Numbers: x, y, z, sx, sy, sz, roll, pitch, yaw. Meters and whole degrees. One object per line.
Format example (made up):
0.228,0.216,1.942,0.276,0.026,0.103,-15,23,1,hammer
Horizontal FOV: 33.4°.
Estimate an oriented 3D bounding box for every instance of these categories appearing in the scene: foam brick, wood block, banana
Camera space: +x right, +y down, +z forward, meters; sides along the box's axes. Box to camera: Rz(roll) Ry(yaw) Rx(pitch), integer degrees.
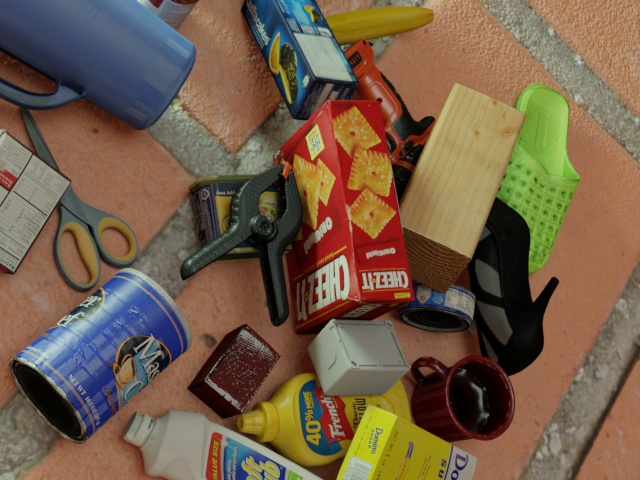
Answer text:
-0.088,0.134,1.093,0.051,0.053,0.078,41,61,-11,foam brick
0.144,-0.059,1.178,0.090,0.091,0.206,25,60,1,wood block
0.052,-0.256,1.287,0.197,0.070,0.037,-22,120,-41,banana

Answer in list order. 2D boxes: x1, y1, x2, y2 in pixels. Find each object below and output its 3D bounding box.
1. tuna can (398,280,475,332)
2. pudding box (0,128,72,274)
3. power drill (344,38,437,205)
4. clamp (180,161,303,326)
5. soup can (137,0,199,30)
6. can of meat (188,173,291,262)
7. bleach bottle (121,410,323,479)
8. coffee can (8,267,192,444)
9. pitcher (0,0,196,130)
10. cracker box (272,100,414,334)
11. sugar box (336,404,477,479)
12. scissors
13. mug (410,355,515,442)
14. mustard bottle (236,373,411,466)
0.131,0.076,1.209,0.086,0.086,0.033,19,67,-22,tuna can
-0.304,-0.037,1.016,0.090,0.039,0.113,42,70,-37,pudding box
0.063,-0.129,1.256,0.187,0.057,0.184,49,55,-9,power drill
-0.057,0.001,1.097,0.120,0.039,0.171,39,64,-18,clamp
-0.162,-0.275,1.155,0.068,0.102,0.068,9,70,-26,soup can
-0.084,-0.023,1.143,0.101,0.058,0.084,-4,78,-28,can of meat
-0.083,0.247,1.053,0.250,0.068,0.102,31,56,-14,bleach bottle
-0.206,0.108,1.009,0.140,0.103,0.103,-42,96,-31,coffee can
-0.256,-0.209,1.076,0.242,0.149,0.145,33,27,-18,pitcher
0.017,-0.020,1.132,0.072,0.164,0.214,-1,75,-25,cracker box
0.093,0.241,1.104,0.176,0.048,0.093,32,78,-45,sugar box
-0.244,-0.047,1.090,0.096,0.016,0.202,-6,77,-31,scissors
0.147,0.173,1.188,0.117,0.082,0.093,41,60,-11,mug
0.002,0.186,1.115,0.191,0.058,0.096,3,72,-30,mustard bottle
